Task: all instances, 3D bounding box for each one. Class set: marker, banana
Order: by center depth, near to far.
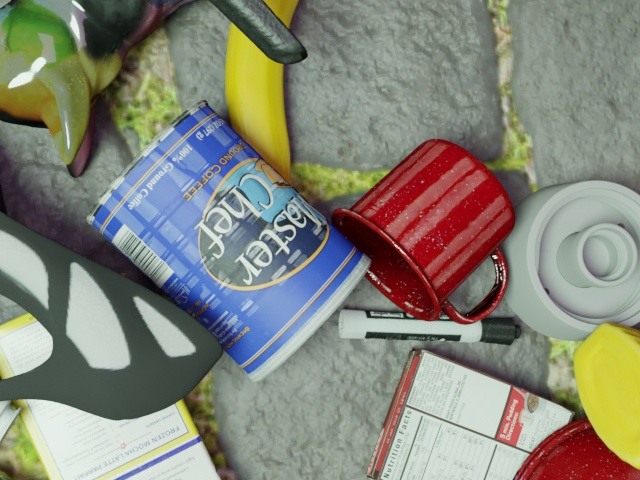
[{"bbox_3d":[-0.026,-0.130,0.694,0.069,0.037,0.198,18,82,-6],"label":"banana"},{"bbox_3d":[0.073,0.057,0.700,0.121,0.020,0.020,4,84,-9],"label":"marker"}]

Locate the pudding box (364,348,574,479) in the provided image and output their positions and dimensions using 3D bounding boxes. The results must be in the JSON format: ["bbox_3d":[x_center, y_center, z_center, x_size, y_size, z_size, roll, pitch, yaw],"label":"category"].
[{"bbox_3d":[0.096,0.130,0.688,0.113,0.039,0.090,22,82,-5],"label":"pudding box"}]

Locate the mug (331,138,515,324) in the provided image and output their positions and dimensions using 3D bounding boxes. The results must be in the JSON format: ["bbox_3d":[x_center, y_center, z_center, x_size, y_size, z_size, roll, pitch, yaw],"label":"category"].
[{"bbox_3d":[0.075,-0.001,0.673,0.081,0.093,0.117,-43,99,-15],"label":"mug"}]

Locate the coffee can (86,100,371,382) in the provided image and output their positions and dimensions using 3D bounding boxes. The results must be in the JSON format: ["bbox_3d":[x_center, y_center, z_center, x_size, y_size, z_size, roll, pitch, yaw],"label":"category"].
[{"bbox_3d":[-0.054,0.001,0.644,0.140,0.103,0.102,44,80,-2],"label":"coffee can"}]

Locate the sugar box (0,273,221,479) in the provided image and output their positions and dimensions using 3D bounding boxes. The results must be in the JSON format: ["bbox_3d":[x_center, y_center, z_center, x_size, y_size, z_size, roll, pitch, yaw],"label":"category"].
[{"bbox_3d":[-0.125,0.117,0.651,0.093,0.048,0.176,-24,91,-9],"label":"sugar box"}]
